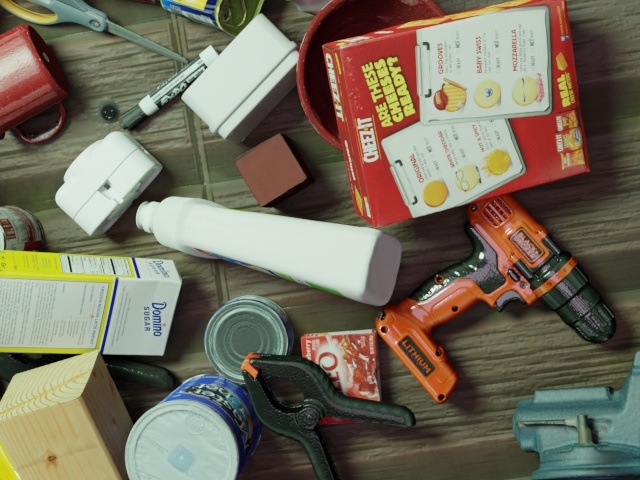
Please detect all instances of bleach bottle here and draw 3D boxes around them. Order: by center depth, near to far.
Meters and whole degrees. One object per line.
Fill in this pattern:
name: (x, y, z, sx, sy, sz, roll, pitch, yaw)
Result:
bleach bottle: (-0.057, 0.001, 1.012, 0.251, 0.102, 0.068, 12, 86, 21)

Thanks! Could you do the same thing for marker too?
marker: (-0.149, -0.149, 1.054, 0.121, 0.020, 0.020, -37, 89, 7)

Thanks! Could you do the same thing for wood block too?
wood block: (-0.219, 0.223, 1.015, 0.091, 0.090, 0.206, -17, 112, 7)

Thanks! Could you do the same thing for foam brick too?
foam brick: (-0.042, -0.066, 1.018, 0.053, 0.078, 0.051, -30, 88, 6)

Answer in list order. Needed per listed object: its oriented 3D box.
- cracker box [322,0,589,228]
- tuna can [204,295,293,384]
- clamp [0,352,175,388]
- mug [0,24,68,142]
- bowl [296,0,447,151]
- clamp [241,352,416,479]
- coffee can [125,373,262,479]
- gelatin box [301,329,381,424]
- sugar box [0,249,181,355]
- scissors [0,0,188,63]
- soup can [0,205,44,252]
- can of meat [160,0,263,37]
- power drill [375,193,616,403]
cracker box: (0.123, -0.119, 0.960, 0.213, 0.072, 0.164, -15, 105, -11)
tuna can: (-0.071, 0.098, 1.052, 0.086, 0.033, 0.086, 0, 93, 6)
clamp: (-0.259, 0.122, 1.072, 0.164, 0.036, 0.210, -37, 92, 6)
mug: (-0.294, -0.148, 1.041, 0.081, 0.093, 0.117, -28, 121, 2)
bowl: (0.050, -0.158, 0.999, 0.162, 0.055, 0.162, -3, 102, -15)
clamp: (-0.009, 0.175, 1.019, 0.171, 0.039, 0.120, 30, 94, 4)
coffee can: (-0.116, 0.188, 1.008, 0.103, 0.140, 0.103, 0, 93, 6)
gelatin box: (0.022, 0.134, 1.046, 0.073, 0.030, 0.089, -4, 93, 6)
sugar box: (-0.228, 0.060, 1.011, 0.176, 0.048, 0.093, 3, 122, -26)
scissors: (-0.224, -0.229, 1.033, 0.202, 0.096, 0.016, 15, 53, 7)
soup can: (-0.319, 0.001, 1.038, 0.068, 0.102, 0.068, 0, 93, 5)
can of meat: (-0.097, -0.252, 1.009, 0.084, 0.057, 0.102, 23, 94, 32)
power drill: (0.161, 0.068, 1.016, 0.188, 0.057, 0.184, -41, 85, 4)
